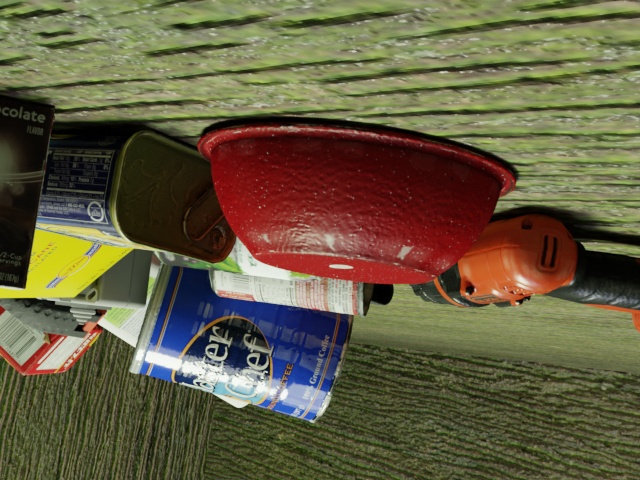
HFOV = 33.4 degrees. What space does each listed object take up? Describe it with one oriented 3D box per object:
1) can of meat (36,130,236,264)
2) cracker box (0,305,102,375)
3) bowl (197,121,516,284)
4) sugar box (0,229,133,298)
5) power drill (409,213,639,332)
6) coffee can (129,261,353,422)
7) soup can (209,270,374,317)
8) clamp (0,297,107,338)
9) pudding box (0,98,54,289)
[{"bbox_3d":[-0.106,-0.024,0.580,0.084,0.057,0.102,5,173,32],"label":"can of meat"},{"bbox_3d":[-0.302,0.050,1.040,0.164,0.072,0.214,44,173,1],"label":"cracker box"},{"bbox_3d":[0.015,-0.012,0.536,0.162,0.055,0.162,7,171,1],"label":"bowl"},{"bbox_3d":[-0.187,-0.004,0.624,0.093,0.048,0.175,-37,162,26],"label":"sugar box"},{"bbox_3d":[0.165,0.030,0.700,0.187,0.057,0.185,10,173,-15],"label":"power drill"},{"bbox_3d":[-0.058,0.065,0.780,0.140,0.103,0.103,17,172,-8],"label":"coffee can"},{"bbox_3d":[-0.016,0.011,0.706,0.102,0.068,0.068,7,173,9],"label":"soup can"},{"bbox_3d":[-0.230,0.022,0.758,0.171,0.039,0.120,36,-158,-17],"label":"clamp"},{"bbox_3d":[-0.190,-0.028,0.505,0.113,0.090,0.039,10,174,-21],"label":"pudding box"}]
